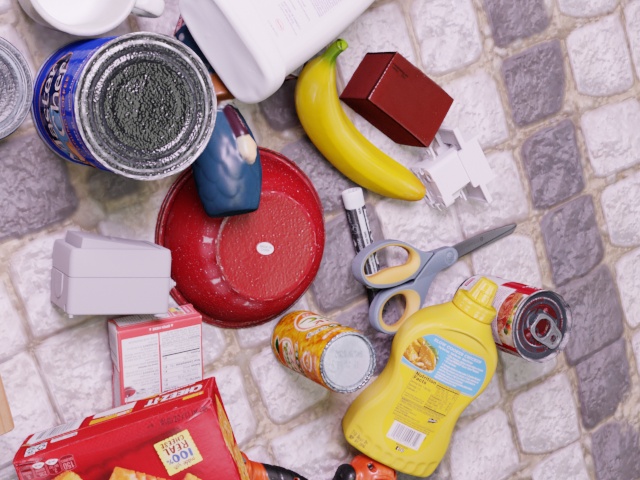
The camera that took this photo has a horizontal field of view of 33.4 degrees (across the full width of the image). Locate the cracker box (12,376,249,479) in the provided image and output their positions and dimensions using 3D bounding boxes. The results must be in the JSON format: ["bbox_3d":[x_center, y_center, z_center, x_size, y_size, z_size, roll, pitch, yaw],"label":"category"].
[{"bbox_3d":[-0.129,0.237,0.850,0.164,0.072,0.214,-18,98,1],"label":"cracker box"}]

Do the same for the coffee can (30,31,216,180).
[{"bbox_3d":[-0.150,-0.101,0.794,0.102,0.140,0.103,-4,100,-27],"label":"coffee can"}]

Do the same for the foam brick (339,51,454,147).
[{"bbox_3d":[0.069,-0.126,0.953,0.078,0.051,0.053,36,80,-27],"label":"foam brick"}]

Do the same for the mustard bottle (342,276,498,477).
[{"bbox_3d":[0.105,0.117,0.971,0.096,0.058,0.192,27,103,-11],"label":"mustard bottle"}]

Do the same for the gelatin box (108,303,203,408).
[{"bbox_3d":[-0.136,0.103,0.888,0.073,0.030,0.089,-10,113,-25],"label":"gelatin box"}]

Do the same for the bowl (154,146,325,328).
[{"bbox_3d":[-0.056,0.001,0.906,0.161,0.055,0.162,-4,100,-26],"label":"bowl"}]

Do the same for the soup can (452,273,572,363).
[{"bbox_3d":[0.179,0.072,1.009,0.068,0.102,0.068,-4,99,-27],"label":"soup can"}]

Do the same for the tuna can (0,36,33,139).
[{"bbox_3d":[-0.259,-0.114,0.797,0.086,0.034,0.086,-4,99,-26],"label":"tuna can"}]

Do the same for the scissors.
[{"bbox_3d":[0.112,0.035,1.007,0.201,0.016,0.096,-3,98,-35],"label":"scissors"}]

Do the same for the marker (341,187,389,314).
[{"bbox_3d":[0.042,0.011,0.977,0.020,0.020,0.121,-21,107,-23],"label":"marker"}]

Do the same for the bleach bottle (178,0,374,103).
[{"bbox_3d":[0.012,-0.211,0.836,0.250,0.068,0.102,-39,100,-30],"label":"bleach bottle"}]

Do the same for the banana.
[{"bbox_3d":[0.027,-0.091,0.924,0.197,0.070,0.037,54,43,-45],"label":"banana"}]
